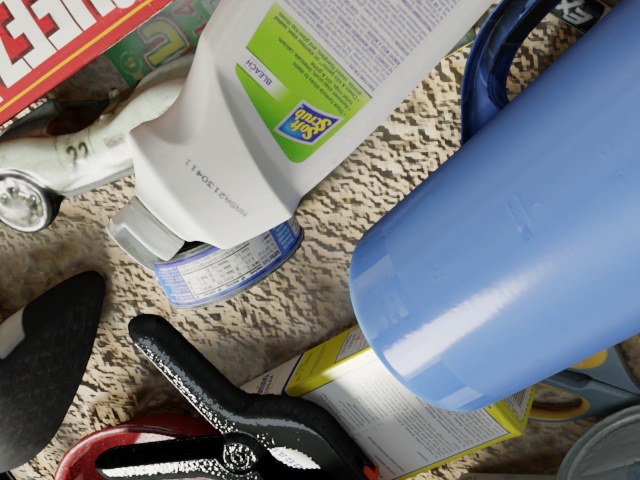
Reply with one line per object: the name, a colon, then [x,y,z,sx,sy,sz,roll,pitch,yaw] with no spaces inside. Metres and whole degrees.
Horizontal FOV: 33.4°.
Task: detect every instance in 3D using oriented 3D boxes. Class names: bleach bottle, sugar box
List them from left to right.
bleach bottle: [-0.004,-0.093,0.462,0.102,0.068,0.251,43,92,-11]
sugar box: [0.030,0.101,0.642,0.177,0.048,0.093,-29,109,38]

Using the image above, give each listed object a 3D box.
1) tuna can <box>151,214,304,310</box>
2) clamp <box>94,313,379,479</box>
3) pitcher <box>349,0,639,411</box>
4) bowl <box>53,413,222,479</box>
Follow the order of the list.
tuna can: [-0.054,0.001,0.590,0.086,0.086,0.033,-18,112,24]
clamp: [-0.053,0.124,0.632,0.171,0.039,0.120,28,125,0]
pitcher: [0.121,-0.029,0.474,0.145,0.149,0.243,35,131,-20]
bowl: [-0.095,0.171,0.722,0.162,0.055,0.162,7,122,11]
